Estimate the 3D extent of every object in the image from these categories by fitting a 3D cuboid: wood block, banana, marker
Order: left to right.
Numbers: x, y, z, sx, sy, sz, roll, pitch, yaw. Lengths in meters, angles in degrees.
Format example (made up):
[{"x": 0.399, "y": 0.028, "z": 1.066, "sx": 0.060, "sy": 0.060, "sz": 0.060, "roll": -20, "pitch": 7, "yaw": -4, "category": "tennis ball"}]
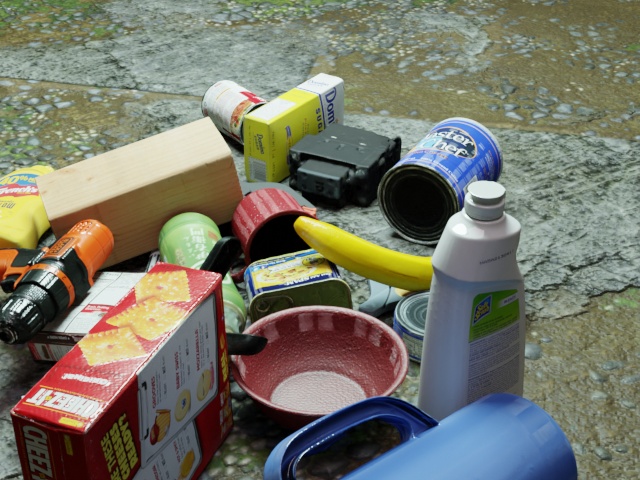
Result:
[{"x": -0.197, "y": -0.048, "z": 1.182, "sx": 0.206, "sy": 0.091, "sz": 0.090, "roll": -21, "pitch": 39, "yaw": -11, "category": "wood block"}, {"x": -0.182, "y": 0.046, "z": 1.139, "sx": 0.020, "sy": 0.020, "sz": 0.121, "roll": 1, "pitch": 31, "yaw": 1, "category": "marker"}, {"x": 0.066, "y": 0.020, "z": 1.093, "sx": 0.197, "sy": 0.037, "sz": 0.070, "roll": 13, "pitch": 24, "yaw": -28, "category": "banana"}]

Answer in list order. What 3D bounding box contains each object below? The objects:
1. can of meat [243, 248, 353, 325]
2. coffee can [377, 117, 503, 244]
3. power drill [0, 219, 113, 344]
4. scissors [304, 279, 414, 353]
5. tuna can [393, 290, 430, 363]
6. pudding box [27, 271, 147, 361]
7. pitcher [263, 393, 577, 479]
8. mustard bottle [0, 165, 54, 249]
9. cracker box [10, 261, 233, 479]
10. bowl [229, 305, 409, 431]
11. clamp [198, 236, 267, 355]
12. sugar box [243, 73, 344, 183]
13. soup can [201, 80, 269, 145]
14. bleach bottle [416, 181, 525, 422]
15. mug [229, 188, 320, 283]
[{"x": -0.025, "y": 0.053, "z": 1.079, "sx": 0.102, "sy": 0.057, "sz": 0.084, "roll": -12, "pitch": 25, "yaw": -5, "category": "can of meat"}, {"x": 0.143, "y": -0.072, "z": 1.257, "sx": 0.103, "sy": 0.103, "sz": 0.140, "roll": 16, "pitch": 34, "yaw": 24, "category": "coffee can"}, {"x": -0.317, "y": 0.046, "z": 1.057, "sx": 0.188, "sy": 0.057, "sz": 0.184, "roll": -4, "pitch": 27, "yaw": 23, "category": "power drill"}, {"x": 0.044, "y": 0.063, "z": 1.116, "sx": 0.201, "sy": 0.016, "sz": 0.096, "roll": -18, "pitch": 34, "yaw": -28, "category": "scissors"}, {"x": 0.115, "y": 0.086, "z": 1.061, "sx": 0.086, "sy": 0.034, "sz": 0.086, "roll": 0, "pitch": 31, "yaw": 0, "category": "tuna can"}, {"x": -0.223, "y": 0.074, "z": 1.051, "sx": 0.090, "sy": 0.039, "sz": 0.113, "roll": 0, "pitch": 30, "yaw": 28, "category": "pudding box"}, {"x": 0.074, "y": 0.196, "z": 0.777, "sx": 0.145, "sy": 0.149, "sz": 0.242, "roll": 26, "pitch": 36, "yaw": 37, "category": "pitcher"}, {"x": -0.351, "y": -0.035, "z": 1.235, "sx": 0.096, "sy": 0.058, "sz": 0.191, "roll": 1, "pitch": 30, "yaw": 11, "category": "mustard bottle"}, {"x": -0.147, "y": 0.140, "z": 0.841, "sx": 0.072, "sy": 0.164, "sz": 0.213, "roll": 11, "pitch": 32, "yaw": 19, "category": "cracker box"}, {"x": -0.001, "y": 0.126, "z": 0.971, "sx": 0.162, "sy": 0.055, "sz": 0.162, "roll": 0, "pitch": 31, "yaw": 0, "category": "bowl"}, {"x": -0.119, "y": 0.088, "z": 0.971, "sx": 0.039, "sy": 0.172, "sz": 0.120, "roll": 30, "pitch": 26, "yaw": -43, "category": "clamp"}, {"x": -0.031, "y": -0.145, "z": 1.387, "sx": 0.048, "sy": 0.093, "sz": 0.175, "roll": 21, "pitch": 37, "yaw": 29, "category": "sugar box"}, {"x": -0.109, "y": -0.172, "z": 1.456, "sx": 0.068, "sy": 0.068, "sz": 0.102, "roll": -20, "pitch": 36, "yaw": -31, "category": "soup can"}, {"x": 0.132, "y": 0.065, "z": 0.883, "sx": 0.102, "sy": 0.251, "sz": 0.068, "roll": -23, "pitch": 38, "yaw": -33, "category": "bleach bottle"}, {"x": -0.058, "y": 0.001, "z": 1.162, "sx": 0.117, "sy": 0.093, "sz": 0.081, "roll": -42, "pitch": 32, "yaw": 2, "category": "mug"}]
